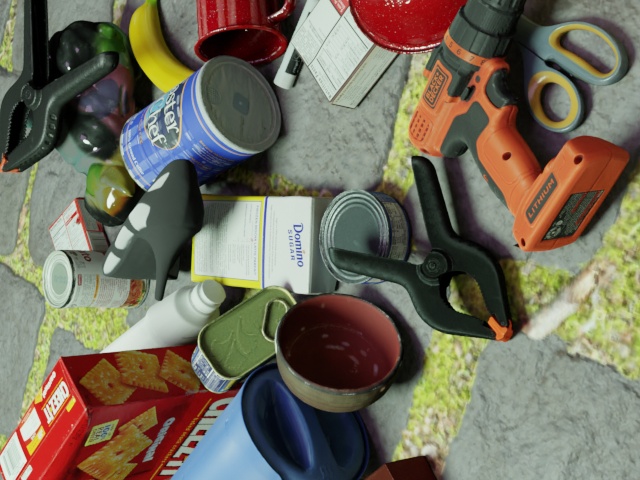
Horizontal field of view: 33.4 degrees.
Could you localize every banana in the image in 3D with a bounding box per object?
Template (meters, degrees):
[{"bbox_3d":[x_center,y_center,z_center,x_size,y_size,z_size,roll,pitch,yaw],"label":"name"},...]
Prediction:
[{"bbox_3d":[-0.170,-0.204,1.188,0.070,0.037,0.198,-54,53,30],"label":"banana"}]

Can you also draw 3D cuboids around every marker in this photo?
[{"bbox_3d":[-0.015,-0.206,1.043,0.020,0.020,0.121,41,116,39],"label":"marker"}]

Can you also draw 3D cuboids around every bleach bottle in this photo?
[{"bbox_3d":[-0.178,0.114,1.134,0.251,0.102,0.068,-40,77,36],"label":"bleach bottle"}]

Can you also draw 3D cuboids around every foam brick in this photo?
[{"bbox_3d":[0.061,0.229,0.919,0.078,0.051,0.053,-47,57,33],"label":"foam brick"}]

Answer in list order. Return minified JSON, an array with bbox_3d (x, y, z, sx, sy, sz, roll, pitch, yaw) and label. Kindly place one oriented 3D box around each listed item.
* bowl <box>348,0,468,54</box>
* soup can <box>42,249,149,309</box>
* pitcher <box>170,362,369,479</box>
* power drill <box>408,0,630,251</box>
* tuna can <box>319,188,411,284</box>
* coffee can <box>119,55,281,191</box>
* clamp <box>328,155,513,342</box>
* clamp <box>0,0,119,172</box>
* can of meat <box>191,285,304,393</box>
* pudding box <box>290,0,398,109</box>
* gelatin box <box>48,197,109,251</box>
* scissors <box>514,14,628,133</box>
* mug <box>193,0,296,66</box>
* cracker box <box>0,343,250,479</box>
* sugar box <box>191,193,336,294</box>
[{"bbox_3d":[0.080,-0.241,0.891,0.162,0.055,0.162,-10,71,30],"label":"bowl"},{"bbox_3d":[-0.256,0.045,1.216,0.069,0.102,0.068,-3,86,46],"label":"soup can"},{"bbox_3d":[-0.071,0.225,1.014,0.145,0.148,0.243,52,128,16],"label":"pitcher"},{"bbox_3d":[0.151,-0.099,0.818,0.188,0.057,0.185,58,143,34],"label":"power drill"},{"bbox_3d":[0.040,-0.003,0.965,0.086,0.033,0.086,-3,86,45],"label":"tuna can"},{"bbox_3d":[-0.123,-0.112,1.089,0.141,0.102,0.103,-25,70,42],"label":"coffee can"},{"bbox_3d":[0.100,0.012,0.886,0.172,0.039,0.120,36,102,21],"label":"clamp"},{"bbox_3d":[-0.312,-0.170,1.178,0.165,0.036,0.210,50,119,26],"label":"clamp"},{"bbox_3d":[-0.070,0.096,1.010,0.057,0.102,0.084,54,158,8],"label":"can of meat"},{"bbox_3d":[0.031,-0.192,0.982,0.114,0.039,0.090,-51,55,33],"label":"pudding box"},{"bbox_3d":[-0.295,0.002,1.310,0.073,0.030,0.089,-42,60,37],"label":"gelatin box"},{"bbox_3d":[0.158,-0.154,0.866,0.202,0.016,0.096,32,110,42],"label":"scissors"},{"bbox_3d":[-0.073,-0.231,1.056,0.117,0.093,0.081,-17,71,36],"label":"mug"},{"bbox_3d":[-0.188,0.182,1.061,0.164,0.213,0.072,-53,55,30],"label":"cracker box"},{"bbox_3d":[-0.057,0.001,1.057,0.177,0.048,0.093,4,92,43],"label":"sugar box"}]
